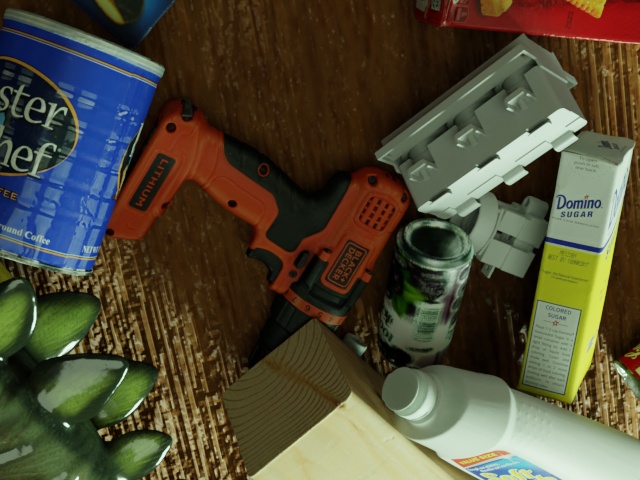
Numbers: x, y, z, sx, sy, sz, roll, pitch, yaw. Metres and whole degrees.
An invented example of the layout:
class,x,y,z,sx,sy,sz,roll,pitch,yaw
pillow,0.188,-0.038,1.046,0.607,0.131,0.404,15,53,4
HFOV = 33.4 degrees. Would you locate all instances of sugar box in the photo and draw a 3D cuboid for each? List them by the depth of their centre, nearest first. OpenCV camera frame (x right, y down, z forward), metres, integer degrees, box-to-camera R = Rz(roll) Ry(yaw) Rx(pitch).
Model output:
class,x,y,z,sx,sy,sz,roll,pitch,yaw
sugar box,0.183,0.017,0.759,0.048,0.093,0.176,15,109,18

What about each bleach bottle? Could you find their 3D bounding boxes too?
class,x,y,z,sx,sy,sz,roll,pitch,yaw
bleach bottle,0.127,0.137,0.741,0.250,0.103,0.068,28,62,-40

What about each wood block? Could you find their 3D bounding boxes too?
class,x,y,z,sx,sy,sz,roll,pitch,yaw
wood block,0.037,0.161,0.763,0.090,0.091,0.206,-40,124,8

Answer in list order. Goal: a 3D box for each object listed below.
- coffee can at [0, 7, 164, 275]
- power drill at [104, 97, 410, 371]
class,x,y,z,sx,sy,sz,roll,pitch,yaw
coffee can,-0.169,-0.061,0.668,0.102,0.103,0.140,19,92,-14
power drill,-0.055,0.001,0.745,0.187,0.057,0.184,27,102,-17
